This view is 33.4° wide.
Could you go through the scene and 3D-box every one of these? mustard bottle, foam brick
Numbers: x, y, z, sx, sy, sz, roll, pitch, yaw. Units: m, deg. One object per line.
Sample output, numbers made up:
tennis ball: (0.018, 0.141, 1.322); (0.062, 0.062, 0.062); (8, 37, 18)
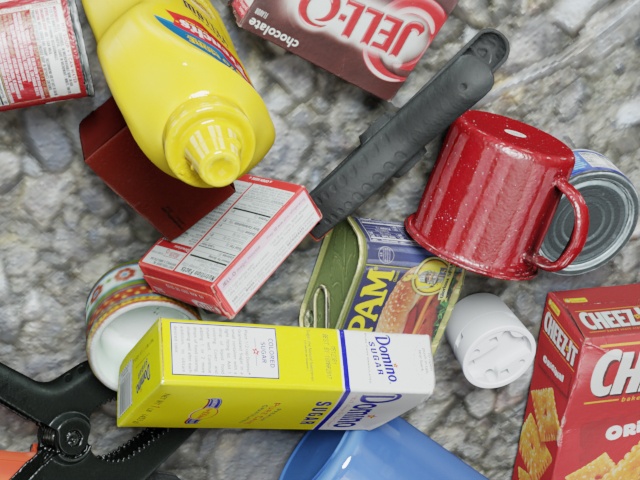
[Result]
mustard bottle: (-0.068, -0.079, 0.529); (0.058, 0.192, 0.096); (-41, 124, 10)
foam brick: (-0.096, -0.049, 0.626); (0.053, 0.051, 0.078); (-37, 125, 8)

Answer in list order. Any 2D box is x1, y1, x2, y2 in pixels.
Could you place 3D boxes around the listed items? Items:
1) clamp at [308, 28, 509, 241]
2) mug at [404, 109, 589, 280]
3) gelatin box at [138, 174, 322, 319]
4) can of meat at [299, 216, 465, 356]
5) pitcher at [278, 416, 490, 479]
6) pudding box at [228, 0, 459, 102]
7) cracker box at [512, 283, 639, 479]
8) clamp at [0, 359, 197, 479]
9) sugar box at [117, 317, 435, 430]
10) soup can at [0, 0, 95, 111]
clamp: (0.046, -0.059, 0.633); (0.039, 0.120, 0.172); (45, 105, 3)
mug: (0.118, -0.026, 0.672); (0.093, 0.117, 0.081); (-3, 121, -44)
gelatin box: (-0.054, 0.001, 0.636); (0.089, 0.073, 0.030); (-50, 130, -25)
can of meat: (0.042, 0.035, 0.720); (0.083, 0.057, 0.102); (6, 120, -24)
pitcher: (0.083, 0.230, 0.769); (0.242, 0.149, 0.145); (39, 113, -9)
pudding box: (0.018, -0.142, 0.609); (0.113, 0.039, 0.090); (23, 113, -28)
cracker box: (0.248, 0.139, 0.841); (0.164, 0.072, 0.214); (-5, 122, -14)
clamp: (-0.173, 0.118, 0.688); (0.209, 0.036, 0.164); (-13, 97, -36)
sugar box: (-0.027, 0.086, 0.651); (0.176, 0.048, 0.093); (8, 154, -23)
soup can: (-0.175, -0.100, 0.558); (0.102, 0.068, 0.068); (-12, 124, -10)
